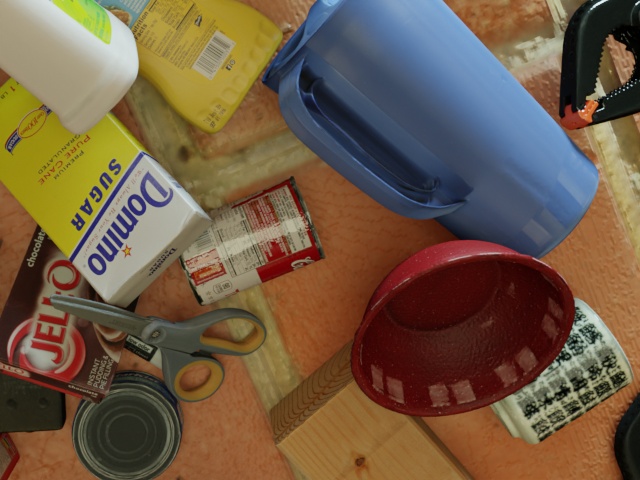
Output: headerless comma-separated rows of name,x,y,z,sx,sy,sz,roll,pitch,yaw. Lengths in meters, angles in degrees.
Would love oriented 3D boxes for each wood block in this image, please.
wood block,0.063,0.191,0.834,0.091,0.090,0.206,-41,100,1

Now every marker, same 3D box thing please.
marker,-0.168,0.065,0.830,0.121,0.020,0.020,31,93,-9

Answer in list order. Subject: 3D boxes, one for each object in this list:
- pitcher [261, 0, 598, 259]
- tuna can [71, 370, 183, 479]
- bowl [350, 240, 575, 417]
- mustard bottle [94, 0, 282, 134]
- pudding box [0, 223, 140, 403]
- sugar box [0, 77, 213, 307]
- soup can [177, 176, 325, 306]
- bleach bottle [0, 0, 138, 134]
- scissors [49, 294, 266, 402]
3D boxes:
pitcher,0.081,-0.083,0.777,0.242,0.145,0.149,41,91,-12
tuna can,-0.150,0.147,0.835,0.086,0.034,0.086,-1,97,-6
bowl,0.094,0.053,0.755,0.162,0.055,0.162,-8,132,-9
mustard bottle,-0.130,-0.168,0.783,0.191,0.058,0.096,34,88,-9
pudding box,-0.186,0.054,0.790,0.090,0.039,0.113,20,61,-13
sugar box,-0.170,-0.046,0.772,0.093,0.048,0.176,-45,75,2
soup can,-0.055,0.001,0.808,0.102,0.068,0.068,-22,99,-2
bleach bottle,-0.229,-0.175,0.660,0.068,0.102,0.250,-42,122,15
scissors,-0.125,0.081,0.783,0.201,0.016,0.096,5,121,-44
